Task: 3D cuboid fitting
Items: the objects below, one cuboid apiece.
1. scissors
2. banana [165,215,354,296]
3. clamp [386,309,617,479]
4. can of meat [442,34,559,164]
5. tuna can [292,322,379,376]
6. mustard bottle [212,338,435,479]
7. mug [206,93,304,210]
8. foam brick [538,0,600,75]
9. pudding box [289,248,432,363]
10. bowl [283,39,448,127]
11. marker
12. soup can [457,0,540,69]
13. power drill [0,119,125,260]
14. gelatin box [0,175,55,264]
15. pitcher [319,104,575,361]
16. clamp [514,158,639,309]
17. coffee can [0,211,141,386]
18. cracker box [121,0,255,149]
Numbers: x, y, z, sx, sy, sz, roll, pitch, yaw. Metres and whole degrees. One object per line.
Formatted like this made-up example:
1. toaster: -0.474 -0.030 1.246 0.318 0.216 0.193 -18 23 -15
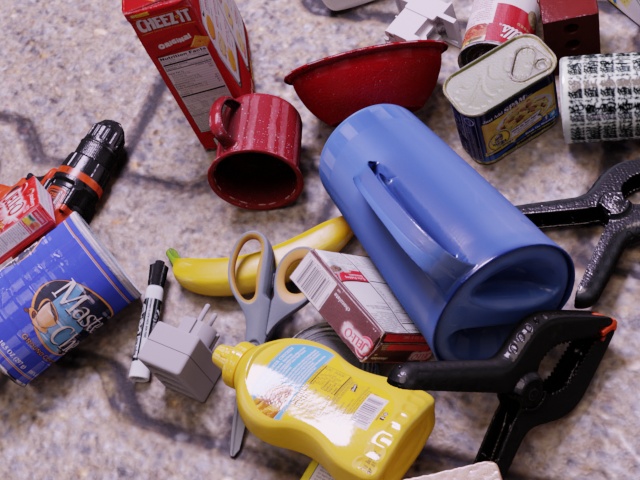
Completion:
1. scissors: -0.040 0.087 0.953 0.096 0.016 0.202 -7 74 5
2. banana: -0.060 0.018 1.009 0.198 0.037 0.069 -9 58 13
3. clamp: 0.154 0.127 0.840 0.209 0.164 0.036 -27 25 -24
4. can of meat: 0.172 -0.129 0.995 0.102 0.084 0.057 -31 55 -2
5. tuna can: 0.008 0.116 0.928 0.086 0.033 0.086 -8 57 13
6. mustard bottle: -0.010 0.129 0.865 0.192 0.058 0.096 23 52 28
7. mug: -0.067 -0.095 1.037 0.093 0.117 0.081 -22 47 31
8. foam brick: 0.239 -0.206 1.024 0.053 0.078 0.051 -7 56 13
9. pudding box: 0.040 0.057 0.918 0.039 0.089 0.114 -54 54 21
10. bowl: 0.048 -0.145 1.026 0.162 0.162 0.055 -11 90 11
11. marker: -0.162 0.075 1.013 0.020 0.020 0.121 -2 63 17
12. soup can: 0.179 -0.211 1.053 0.069 0.068 0.102 7 62 22
13. power drill: -0.315 -0.067 1.132 0.188 0.057 0.184 17 66 26
14. gelatin box: -0.295 -0.020 1.030 0.073 0.030 0.089 -36 27 -1
15. pitcher: 0.090 -0.017 0.910 0.144 0.149 0.243 -18 45 -20
16. clamp: 0.246 -0.026 0.935 0.171 0.039 0.120 -37 60 -14
17. coffee can: -0.256 0.055 1.010 0.140 0.102 0.103 -38 56 -7
18. cracker box: -0.130 -0.219 1.070 0.072 0.213 0.164 -15 56 9
